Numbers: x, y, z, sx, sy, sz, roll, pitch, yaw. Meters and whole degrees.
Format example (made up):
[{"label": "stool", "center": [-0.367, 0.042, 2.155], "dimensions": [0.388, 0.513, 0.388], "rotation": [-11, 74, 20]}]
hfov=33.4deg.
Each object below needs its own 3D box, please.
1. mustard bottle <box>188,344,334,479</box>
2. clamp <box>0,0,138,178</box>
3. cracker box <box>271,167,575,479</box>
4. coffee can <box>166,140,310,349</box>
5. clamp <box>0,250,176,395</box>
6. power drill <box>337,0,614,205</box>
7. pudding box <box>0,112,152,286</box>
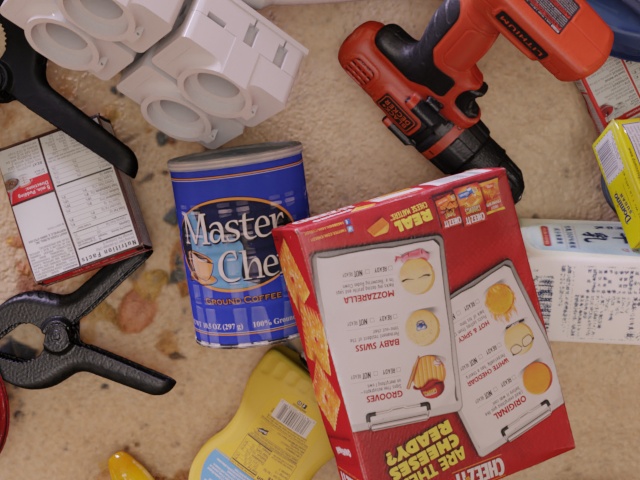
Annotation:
[{"label": "mustard bottle", "center": [-0.051, 0.187, 0.865], "dimensions": [0.096, 0.058, 0.192], "rotation": [34, 97, 2]}, {"label": "clamp", "center": [-0.250, -0.108, 0.800], "dimensions": [0.164, 0.036, 0.210], "rotation": [-26, 84, -1]}, {"label": "cracker box", "center": [0.074, 0.071, 0.766], "dimensions": [0.164, 0.072, 0.214], "rotation": [-17, 96, -17]}, {"label": "coffee can", "center": [-0.055, 0.001, 0.812], "dimensions": [0.103, 0.103, 0.140], "rotation": [-8, 100, 0]}, {"label": "clamp", "center": [-0.198, 0.084, 0.852], "dimensions": [0.171, 0.039, 0.120], "rotation": [-19, 81, 6]}, {"label": "power drill", "center": [0.118, -0.113, 0.764], "dimensions": [0.184, 0.188, 0.057], "rotation": [43, 57, -8]}, {"label": "pudding box", "center": [-0.191, -0.031, 0.826], "dimensions": [0.090, 0.039, 0.113], "rotation": [-19, 87, 1]}]
